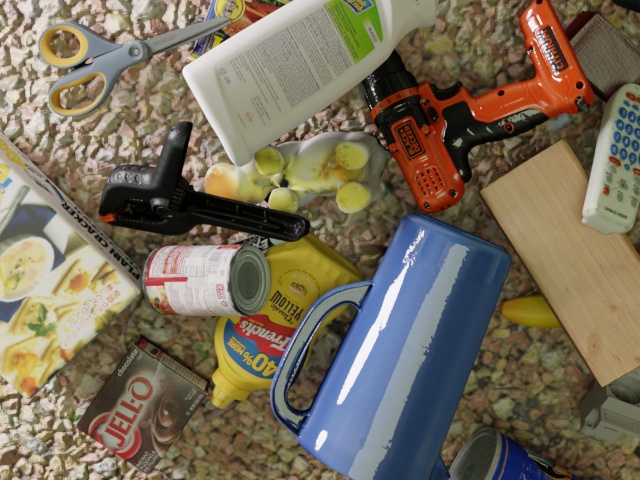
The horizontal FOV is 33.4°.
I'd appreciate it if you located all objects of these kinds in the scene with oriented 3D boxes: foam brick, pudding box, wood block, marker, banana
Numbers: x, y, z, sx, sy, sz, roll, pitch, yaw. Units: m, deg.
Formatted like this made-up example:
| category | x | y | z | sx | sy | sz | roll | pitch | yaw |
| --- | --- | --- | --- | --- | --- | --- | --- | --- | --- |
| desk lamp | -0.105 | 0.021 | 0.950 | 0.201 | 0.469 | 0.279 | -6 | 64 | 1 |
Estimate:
| category | x | y | z | sx | sy | sz | roll | pitch | yaw |
| --- | --- | --- | --- | --- | --- | --- | --- | --- | --- |
| foam brick | 0.258 | -0.169 | 0.985 | 0.078 | 0.053 | 0.051 | 38 | 100 | -9 |
| pudding box | -0.177 | 0.165 | 1.070 | 0.090 | 0.039 | 0.113 | 35 | 101 | -7 |
| wood block | 0.238 | 0.019 | 0.983 | 0.090 | 0.090 | 0.206 | -32 | 86 | 6 |
| marker | -0.057 | 0.001 | 1.011 | 0.121 | 0.020 | 0.020 | -20 | 105 | 38 |
| banana | 0.274 | 0.041 | 1.044 | 0.198 | 0.037 | 0.069 | -33 | 86 | 6 |

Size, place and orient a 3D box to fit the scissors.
| category | x | y | z | sx | sy | sz | roll | pitch | yaw |
| --- | --- | --- | --- | --- | --- | --- | --- | --- | --- |
| scissors | -0.181 | -0.186 | 0.975 | 0.202 | 0.016 | 0.096 | -31 | 92 | 23 |

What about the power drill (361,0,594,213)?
| category | x | y | z | sx | sy | sz | roll | pitch | yaw |
| --- | --- | --- | --- | --- | --- | --- | --- | --- | --- |
| power drill | 0.134 | -0.140 | 0.957 | 0.188 | 0.057 | 0.184 | -27 | 79 | 18 |

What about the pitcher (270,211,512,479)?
| category | x | y | z | sx | sy | sz | roll | pitch | yaw |
| --- | --- | --- | --- | --- | --- | --- | --- | --- | --- |
| pitcher | 0.071 | 0.098 | 0.980 | 0.149 | 0.145 | 0.243 | 17 | 97 | -49 |

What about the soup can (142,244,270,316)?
| category | x | y | z | sx | sy | sz | roll | pitch | yaw |
| --- | --- | --- | --- | --- | --- | --- | --- | --- | --- |
| soup can | -0.107 | 0.037 | 1.004 | 0.102 | 0.068 | 0.068 | -1 | 105 | 31 |

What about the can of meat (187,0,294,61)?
| category | x | y | z | sx | sy | sz | roll | pitch | yaw |
| --- | --- | --- | --- | --- | --- | --- | --- | --- | --- |
| can of meat | -0.059 | -0.188 | 0.980 | 0.102 | 0.057 | 0.084 | 21 | 100 | -4 |

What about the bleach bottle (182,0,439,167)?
| category | x | y | z | sx | sy | sz | roll | pitch | yaw |
| --- | --- | --- | --- | --- | --- | --- | --- | --- | --- |
| bleach bottle | 0.011 | -0.168 | 0.929 | 0.251 | 0.068 | 0.102 | -30 | 105 | -3 |

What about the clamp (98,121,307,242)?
| category | x | y | z | sx | sy | sz | roll | pitch | yaw |
| --- | --- | --- | --- | --- | --- | --- | --- | --- | --- |
| clamp | -0.124 | -0.035 | 0.970 | 0.164 | 0.210 | 0.036 | 37 | 59 | -31 |

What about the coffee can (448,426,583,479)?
| category | x | y | z | sx | sy | sz | roll | pitch | yaw |
| --- | --- | --- | --- | --- | --- | --- | --- | --- | --- |
| coffee can | 0.204 | 0.263 | 1.059 | 0.140 | 0.103 | 0.103 | 30 | 101 | -7 |

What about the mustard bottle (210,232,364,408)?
| category | x | y | z | sx | sy | sz | roll | pitch | yaw |
| --- | --- | --- | --- | --- | --- | --- | --- | --- | --- |
| mustard bottle | -0.048 | 0.086 | 1.041 | 0.096 | 0.058 | 0.192 | 36 | 101 | 2 |
